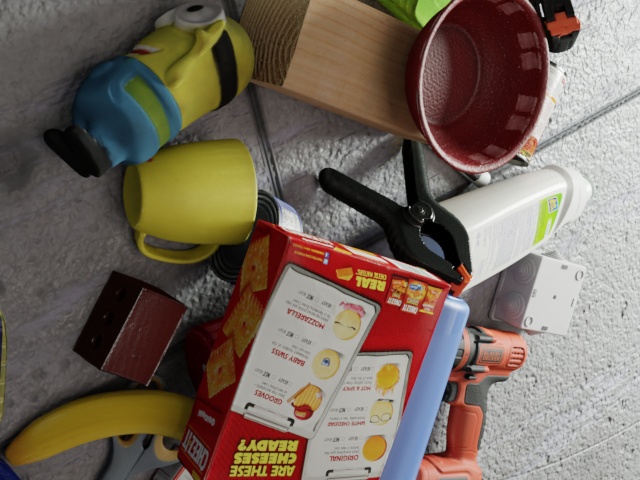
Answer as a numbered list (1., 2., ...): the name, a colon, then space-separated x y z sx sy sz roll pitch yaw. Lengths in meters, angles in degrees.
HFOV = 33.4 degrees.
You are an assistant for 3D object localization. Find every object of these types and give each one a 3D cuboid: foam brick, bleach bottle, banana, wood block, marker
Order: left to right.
1. banana: -0.161 0.159 0.899 0.197 0.037 0.069 7 73 -16
2. foam brick: -0.158 0.073 0.891 0.051 0.053 0.078 30 85 -40
3. wood block: 0.033 -0.155 0.943 0.205 0.091 0.090 15 95 -39
4. marker: 0.132 -0.088 1.088 0.121 0.020 0.020 32 83 -40
5. bleach bottle: 0.205 -0.018 1.138 0.250 0.068 0.103 -20 131 -37

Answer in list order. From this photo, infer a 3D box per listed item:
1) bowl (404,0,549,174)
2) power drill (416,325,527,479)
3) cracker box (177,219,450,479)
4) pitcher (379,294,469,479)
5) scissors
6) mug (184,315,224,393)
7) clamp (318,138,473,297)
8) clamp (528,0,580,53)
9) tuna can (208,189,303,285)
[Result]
1. bowl: 0.125 -0.141 0.923 0.161 0.055 0.162 -12 109 -36
2. power drill: 0.134 0.180 1.149 0.184 0.057 0.188 8 100 -35
3. cracker box: -0.007 0.107 0.889 0.164 0.072 0.214 16 97 -29
4. pitcher: 0.043 0.151 1.023 0.149 0.145 0.243 18 94 -50
5. scissors: -0.167 0.215 0.942 0.096 0.016 0.202 19 92 -22
6. mug: -0.071 0.112 0.958 0.081 0.093 0.117 -17 150 -28
7. clamp: 0.091 -0.027 1.007 0.120 0.171 0.039 -35 167 -27
8. clamp: 0.217 -0.228 1.021 0.036 0.210 0.164 -13 125 9
9. tuna can: -0.056 0.001 0.927 0.033 0.086 0.086 29 85 -41
